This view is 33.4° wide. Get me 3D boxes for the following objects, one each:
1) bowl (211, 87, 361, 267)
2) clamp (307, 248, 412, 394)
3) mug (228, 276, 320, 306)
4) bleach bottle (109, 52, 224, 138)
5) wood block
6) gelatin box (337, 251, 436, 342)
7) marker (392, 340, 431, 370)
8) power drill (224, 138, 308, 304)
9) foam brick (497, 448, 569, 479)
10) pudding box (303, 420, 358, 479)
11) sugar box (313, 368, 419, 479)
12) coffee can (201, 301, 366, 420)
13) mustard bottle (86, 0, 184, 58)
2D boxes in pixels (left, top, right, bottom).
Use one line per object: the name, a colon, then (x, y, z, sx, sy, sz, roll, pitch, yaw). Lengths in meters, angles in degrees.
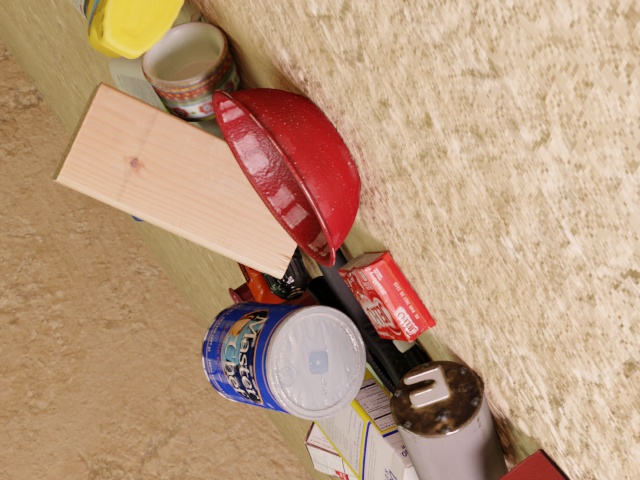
bowl: (-0.017, -0.060, 0.823, 0.162, 0.055, 0.162, 52, 168, 16)
clamp: (0.043, 0.080, 1.011, 0.210, 0.036, 0.164, 52, 168, 26)
mug: (-0.049, 0.068, 1.237, 0.093, 0.081, 0.117, 52, 168, 17)
bleach bottle: (-0.133, -0.141, 1.059, 0.102, 0.068, 0.251, 57, 166, -28)
wood block: (-0.117, -0.051, 0.928, 0.206, 0.091, 0.090, 25, 176, -16)
gelatin box: (0.054, 0.048, 0.897, 0.073, 0.030, 0.089, 57, 169, -5)
marker: (0.061, 0.070, 0.956, 0.121, 0.020, 0.020, 56, 169, 2)
power drill: (-0.057, 0.001, 1.098, 0.188, 0.057, 0.184, 91, 158, -67)
foam brick: (0.167, 0.207, 0.823, 0.051, 0.053, 0.078, 49, 165, 31)
pudding box: (0.043, 0.233, 1.139, 0.113, 0.039, 0.090, 17, 154, 15)
sugar box: (0.048, 0.186, 1.041, 0.176, 0.048, 0.093, 45, 144, 41)
coffee can: (-0.037, 0.110, 1.011, 0.141, 0.102, 0.103, -2, 123, 59)
mustard bottle: (-0.168, -0.207, 0.937, 0.058, 0.096, 0.192, 25, 180, -21)
